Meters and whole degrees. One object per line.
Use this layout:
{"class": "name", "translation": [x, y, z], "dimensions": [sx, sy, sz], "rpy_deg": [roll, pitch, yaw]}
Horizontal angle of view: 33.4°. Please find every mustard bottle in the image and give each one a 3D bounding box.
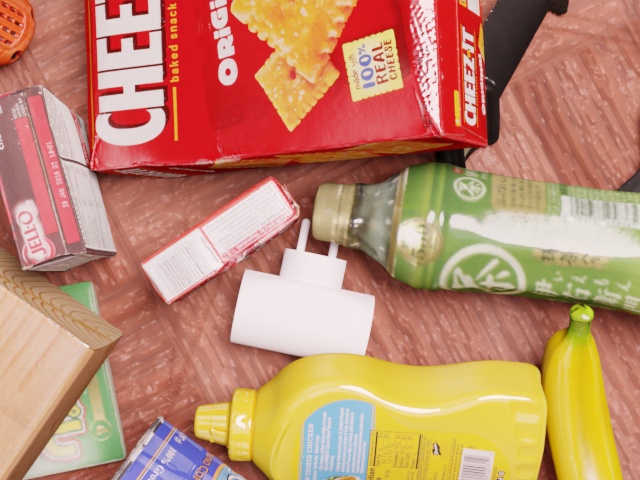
{"class": "mustard bottle", "translation": [0.025, 0.109, 0.603], "dimensions": [0.191, 0.058, 0.096], "rpy_deg": [3, 125, 0]}

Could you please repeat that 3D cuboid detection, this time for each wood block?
{"class": "wood block", "translation": [-0.208, 0.114, 0.577], "dimensions": [0.091, 0.090, 0.206], "rpy_deg": [35, 90, -1]}

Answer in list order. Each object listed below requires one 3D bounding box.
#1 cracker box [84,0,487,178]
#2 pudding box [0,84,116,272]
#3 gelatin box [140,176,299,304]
{"class": "cracker box", "translation": [-0.025, -0.122, 0.564], "dimensions": [0.214, 0.072, 0.164], "rpy_deg": [-3, 88, 28]}
{"class": "pudding box", "translation": [-0.147, -0.030, 0.583], "dimensions": [0.039, 0.113, 0.090], "rpy_deg": [-14, 88, -1]}
{"class": "gelatin box", "translation": [-0.054, 0.001, 0.605], "dimensions": [0.089, 0.073, 0.030], "rpy_deg": [-34, 90, -3]}
